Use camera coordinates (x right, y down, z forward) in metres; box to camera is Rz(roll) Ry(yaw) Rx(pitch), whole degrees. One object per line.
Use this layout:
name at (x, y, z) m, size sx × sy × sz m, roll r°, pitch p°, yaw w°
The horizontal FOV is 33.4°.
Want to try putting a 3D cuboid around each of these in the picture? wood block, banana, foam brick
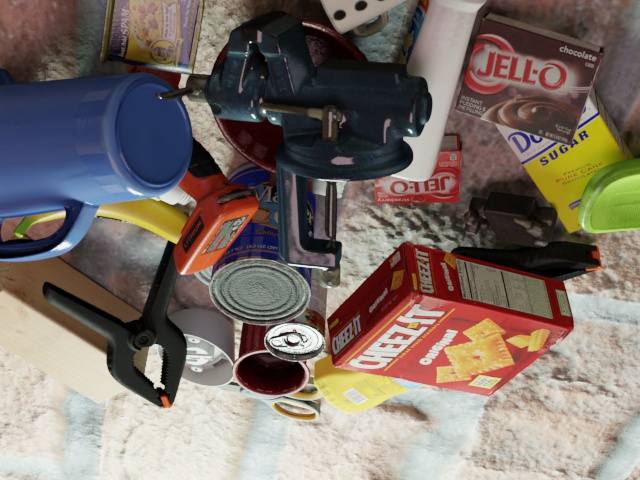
wood block at (-0.307, 0.096, 1.260) m, size 0.090 × 0.091 × 0.205 m, roll -30°, pitch 127°, yaw 31°
banana at (-0.223, -0.029, 1.141) m, size 0.197 × 0.069 × 0.037 m, roll 3°, pitch 169°, yaw -10°
foam brick at (-0.009, -0.083, 1.076) m, size 0.078 × 0.051 × 0.053 m, roll 10°, pitch 137°, yaw -7°

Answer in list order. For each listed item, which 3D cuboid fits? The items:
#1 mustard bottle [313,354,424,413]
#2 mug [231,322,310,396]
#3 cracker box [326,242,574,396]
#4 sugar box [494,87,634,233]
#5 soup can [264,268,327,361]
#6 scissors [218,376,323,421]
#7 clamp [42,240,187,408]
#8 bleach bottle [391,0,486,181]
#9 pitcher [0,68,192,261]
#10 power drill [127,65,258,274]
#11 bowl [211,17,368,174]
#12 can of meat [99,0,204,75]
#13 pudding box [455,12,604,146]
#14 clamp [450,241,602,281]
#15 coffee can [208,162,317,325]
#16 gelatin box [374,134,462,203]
mustard bottle at (0.092, 0.151, 1.312) m, size 0.192 × 0.058 × 0.096 m, roll -26°, pitch 130°, yaw 29°
mug at (-0.054, 0.136, 1.290) m, size 0.093 × 0.081 × 0.117 m, roll -5°, pitch 136°, yaw 9°
cracker box at (0.140, 0.093, 1.157) m, size 0.213 × 0.072 × 0.164 m, roll 13°, pitch 140°, yaw -26°
sugar box at (0.250, -0.089, 1.056) m, size 0.093 × 0.048 × 0.176 m, roll -24°, pitch 131°, yaw 26°
soup can at (-0.026, 0.076, 1.210) m, size 0.068 × 0.102 × 0.068 m, roll 2°, pitch 137°, yaw 2°
scissors at (-0.079, 0.188, 1.395) m, size 0.201 × 0.016 × 0.096 m, roll 25°, pitch 131°, yaw -21°
clamp at (-0.200, 0.098, 1.220) m, size 0.164 × 0.036 × 0.210 m, roll -28°, pitch 118°, yaw -10°
bleach bottle at (0.104, -0.178, 0.948) m, size 0.068 × 0.102 × 0.251 m, roll 13°, pitch 130°, yaw -3°
pitcher at (-0.238, -0.076, 0.977) m, size 0.243 × 0.144 × 0.149 m, roll -2°, pitch 127°, yaw 36°
power drill at (-0.155, -0.061, 1.031) m, size 0.188 × 0.057 × 0.185 m, roll 52°, pitch 130°, yaw 15°
bowl at (-0.020, -0.141, 0.998) m, size 0.162 × 0.055 × 0.162 m, roll 6°, pitch 124°, yaw 9°
can of meat at (-0.147, -0.202, 0.948) m, size 0.084 × 0.057 × 0.102 m, roll 9°, pitch 123°, yaw -8°
pudding box at (0.188, -0.147, 0.965) m, size 0.113 × 0.039 × 0.090 m, roll 18°, pitch 117°, yaw 9°
clamp at (0.219, 0.025, 1.169) m, size 0.171 × 0.039 × 0.120 m, roll -13°, pitch 162°, yaw 13°
coffee can at (-0.057, 0.001, 1.105) m, size 0.103 × 0.140 × 0.103 m, roll 2°, pitch 137°, yaw 2°
gelatin box at (0.100, -0.072, 1.096) m, size 0.089 × 0.030 × 0.073 m, roll 0°, pitch 137°, yaw 4°
